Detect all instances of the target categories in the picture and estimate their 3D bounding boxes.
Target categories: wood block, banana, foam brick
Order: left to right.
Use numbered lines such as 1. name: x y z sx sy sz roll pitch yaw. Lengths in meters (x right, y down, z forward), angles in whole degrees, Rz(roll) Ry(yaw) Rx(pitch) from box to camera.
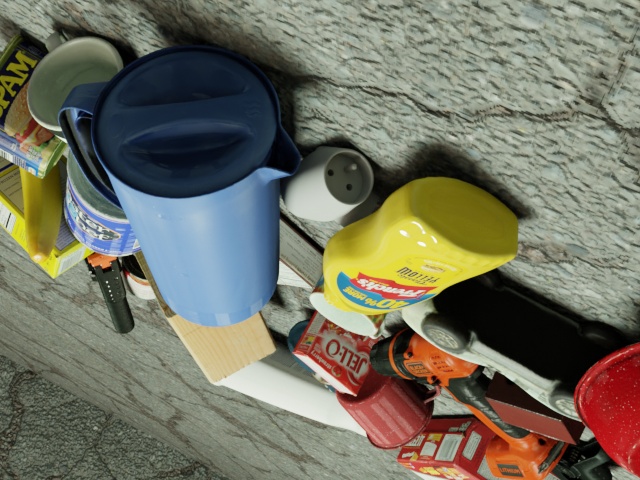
1. banana: -0.281 -0.075 1.033 0.037 0.198 0.069 -14 178 20
2. wood block: -0.120 0.070 1.172 0.090 0.090 0.206 60 173 26
3. foam brick: 0.196 0.139 0.947 0.078 0.053 0.051 12 152 37

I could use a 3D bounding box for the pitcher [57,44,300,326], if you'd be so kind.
1. pitcher: -0.101 -0.032 0.842 0.149 0.145 0.243 60 166 27

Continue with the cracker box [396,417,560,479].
1. cracker box: 0.223 0.299 1.323 0.213 0.072 0.164 33 161 -12

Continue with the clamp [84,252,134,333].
1. clamp: -0.251 0.018 1.218 0.210 0.036 0.164 125 124 -76

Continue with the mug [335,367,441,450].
1. mug: 0.080 0.174 1.213 0.117 0.093 0.081 -22 127 27

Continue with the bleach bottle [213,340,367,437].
1. bleach bottle: -0.011 0.192 1.364 0.251 0.068 0.102 22 -162 17

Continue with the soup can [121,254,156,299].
1. soup can: -0.202 0.027 1.262 0.068 0.068 0.102 30 161 -1

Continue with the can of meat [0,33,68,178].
1. can of meat: -0.256 -0.116 0.942 0.084 0.102 0.057 30 160 -7

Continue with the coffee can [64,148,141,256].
1. coffee can: -0.187 -0.050 1.001 0.103 0.102 0.140 32 161 -5

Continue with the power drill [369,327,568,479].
1. power drill: 0.145 0.160 1.074 0.187 0.057 0.185 45 159 -10

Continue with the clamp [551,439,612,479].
1. clamp: 0.274 0.231 1.131 0.120 0.039 0.171 24 162 47

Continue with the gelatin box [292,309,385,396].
1. gelatin box: 0.022 0.114 1.151 0.030 0.073 0.089 4 148 51

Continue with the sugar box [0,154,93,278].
1. sugar box: -0.296 -0.053 1.092 0.176 0.093 0.048 43 138 10

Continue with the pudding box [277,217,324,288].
1. pudding box: -0.057 0.001 1.040 0.113 0.039 0.090 39 159 -29

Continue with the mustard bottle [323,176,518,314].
1. mustard bottle: 0.057 0.015 0.816 0.096 0.058 0.192 17 153 -25
